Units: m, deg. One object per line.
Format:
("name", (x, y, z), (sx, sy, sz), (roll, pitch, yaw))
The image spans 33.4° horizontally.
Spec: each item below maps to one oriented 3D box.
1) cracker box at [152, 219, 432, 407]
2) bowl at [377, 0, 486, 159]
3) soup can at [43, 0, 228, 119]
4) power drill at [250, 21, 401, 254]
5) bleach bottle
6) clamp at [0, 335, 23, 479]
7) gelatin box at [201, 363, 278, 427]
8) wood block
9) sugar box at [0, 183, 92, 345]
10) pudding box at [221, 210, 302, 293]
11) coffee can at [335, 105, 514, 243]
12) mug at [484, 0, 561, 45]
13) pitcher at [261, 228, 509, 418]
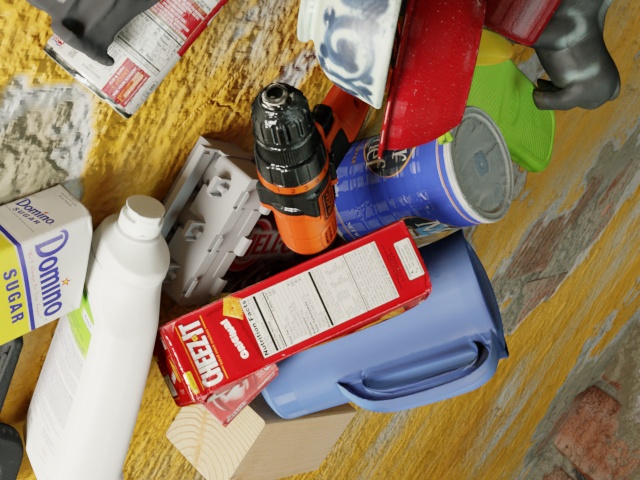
("cracker box", (-0.029, 0.067, 0.892), (0.213, 0.072, 0.164), (-24, 175, -14))
("bowl", (0.084, -0.134, 0.774), (0.162, 0.055, 0.162), (12, 89, -87))
("soup can", (-0.109, -0.133, 0.643), (0.102, 0.069, 0.068), (-50, 155, 0))
("power drill", (0.005, -0.105, 0.808), (0.184, 0.057, 0.187), (80, 31, -59))
("bleach bottle", (-0.162, 0.080, 0.807), (0.067, 0.103, 0.251), (-2, 129, -36))
("clamp", (-0.283, 0.166, 0.802), (0.164, 0.036, 0.210), (-36, 152, -30))
("gelatin box", (-0.094, 0.116, 0.983), (0.073, 0.089, 0.030), (-45, 164, -11))
("wood block", (-0.059, 0.198, 1.157), (0.091, 0.090, 0.205), (-57, 154, 12))
("sugar box", (-0.232, 0.034, 0.694), (0.175, 0.048, 0.093), (-25, 145, -41))
("pudding box", (-0.056, 0.001, 0.949), (0.090, 0.039, 0.113), (-58, 154, 16))
("coffee can", (0.086, -0.054, 0.956), (0.141, 0.103, 0.102), (-13, -179, 39))
("mug", (0.165, -0.231, 0.949), (0.117, 0.093, 0.082), (19, 112, -26))
("pitcher", (0.056, 0.096, 1.047), (0.243, 0.145, 0.149), (-21, 175, 10))
